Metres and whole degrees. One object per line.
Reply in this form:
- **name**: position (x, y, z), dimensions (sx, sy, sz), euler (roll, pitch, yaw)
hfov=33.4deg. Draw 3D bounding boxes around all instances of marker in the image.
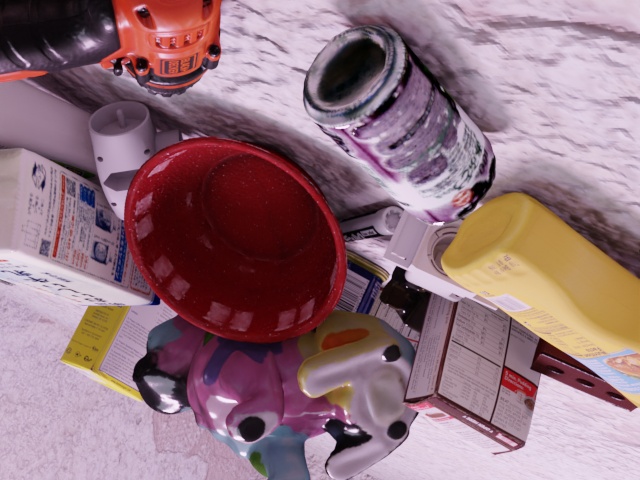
- **marker**: position (0.027, -0.009, 0.770), dimensions (0.020, 0.020, 0.121), euler (30, 165, -17)

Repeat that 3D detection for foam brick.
- **foam brick**: position (0.190, 0.076, 0.732), dimensions (0.078, 0.051, 0.053), euler (23, 165, 10)

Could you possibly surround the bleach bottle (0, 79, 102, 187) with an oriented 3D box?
- **bleach bottle**: position (-0.220, -0.078, 0.785), dimensions (0.103, 0.068, 0.250), euler (-4, 163, 43)

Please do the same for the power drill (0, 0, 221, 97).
- **power drill**: position (-0.139, -0.089, 0.508), dimensions (0.187, 0.057, 0.184), euler (-14, 178, -9)

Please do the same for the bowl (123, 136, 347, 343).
- **bowl**: position (-0.052, -0.009, 0.737), dimensions (0.162, 0.055, 0.162), euler (10, 124, 15)

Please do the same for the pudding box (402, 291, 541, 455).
- **pudding box**: position (0.114, 0.083, 0.762), dimensions (0.090, 0.113, 0.039), euler (31, 147, -22)

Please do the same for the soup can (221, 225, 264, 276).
- **soup can**: position (-0.056, 0.001, 0.846), dimensions (0.068, 0.068, 0.102), euler (28, 165, -13)

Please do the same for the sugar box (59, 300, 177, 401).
- **sugar box**: position (-0.160, 0.050, 0.975), dimensions (0.048, 0.176, 0.093), euler (16, 163, 27)

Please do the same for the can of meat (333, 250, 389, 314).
- **can of meat**: position (0.005, 0.058, 0.916), dimensions (0.057, 0.084, 0.102), euler (29, 165, -16)

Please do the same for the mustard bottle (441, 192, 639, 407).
- **mustard bottle**: position (0.167, 0.048, 0.617), dimensions (0.191, 0.058, 0.096), euler (35, 165, -9)
